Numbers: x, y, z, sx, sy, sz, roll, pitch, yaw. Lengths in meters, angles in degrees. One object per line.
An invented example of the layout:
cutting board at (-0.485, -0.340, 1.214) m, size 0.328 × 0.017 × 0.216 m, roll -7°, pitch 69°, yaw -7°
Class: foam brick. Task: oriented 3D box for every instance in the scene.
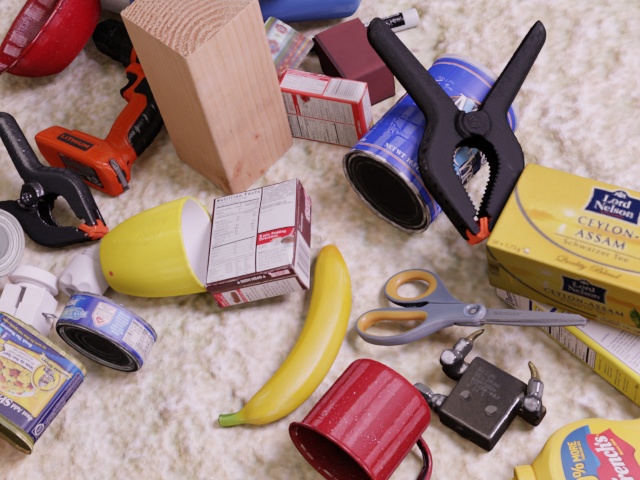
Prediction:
foam brick at (0.036, -0.179, 1.095) m, size 0.051 × 0.053 × 0.078 m, roll -27°, pitch 58°, yaw -8°

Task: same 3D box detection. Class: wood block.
wood block at (-0.100, -0.148, 1.005) m, size 0.091 × 0.206 × 0.090 m, roll 35°, pitch 69°, yaw 27°

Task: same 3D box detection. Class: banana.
banana at (-0.014, 0.087, 0.937) m, size 0.070 × 0.037 × 0.197 m, roll 22°, pitch 63°, yaw 22°

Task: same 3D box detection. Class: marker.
marker at (0.046, -0.223, 1.141) m, size 0.121 × 0.020 × 0.020 m, roll -16°, pitch 56°, yaw -1°

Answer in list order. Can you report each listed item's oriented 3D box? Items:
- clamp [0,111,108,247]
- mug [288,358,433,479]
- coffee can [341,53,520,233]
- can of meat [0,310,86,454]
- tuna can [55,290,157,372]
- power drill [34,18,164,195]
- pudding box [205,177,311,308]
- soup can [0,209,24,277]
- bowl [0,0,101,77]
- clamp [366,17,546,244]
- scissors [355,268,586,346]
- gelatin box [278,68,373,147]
clamp at (-0.289, -0.037, 1.058) m, size 0.172 × 0.039 × 0.120 m, roll 37°, pitch 107°, yaw 19°
mug at (0.043, 0.158, 0.858) m, size 0.117 × 0.093 × 0.081 m, roll 44°, pitch 65°, yaw -2°
coffee can at (0.103, -0.091, 0.994) m, size 0.103 × 0.103 × 0.140 m, roll 33°, pitch 68°, yaw 27°
can of meat at (-0.268, 0.122, 0.933) m, size 0.102 × 0.057 × 0.083 m, roll 35°, pitch 63°, yaw -1°
tuna can at (-0.190, 0.082, 0.943) m, size 0.086 × 0.086 × 0.033 m, roll 16°, pitch 62°, yaw 19°
power drill at (-0.209, -0.147, 1.114) m, size 0.185 × 0.057 × 0.187 m, roll 24°, pitch 65°, yaw 27°
pudding box at (-0.056, 0.001, 0.986) m, size 0.090 × 0.039 × 0.113 m, roll -14°, pitch 46°, yaw 17°
soup can at (-0.335, 0.000, 1.010) m, size 0.102 × 0.068 × 0.068 m, roll 4°, pitch 53°, yaw 44°
bowl at (-0.287, -0.234, 1.160) m, size 0.162 × 0.055 × 0.162 m, roll -37°, pitch 35°, yaw 31°
clamp at (0.118, -0.102, 0.925) m, size 0.164 × 0.036 × 0.210 m, roll 5°, pitch 76°, yaw -9°
scissors at (0.127, 0.051, 0.913) m, size 0.202 × 0.016 × 0.096 m, roll -10°, pitch 38°, yaw 23°
gelatin box at (0.006, -0.130, 1.055) m, size 0.089 × 0.073 × 0.030 m, roll 13°, pitch 59°, yaw 18°
